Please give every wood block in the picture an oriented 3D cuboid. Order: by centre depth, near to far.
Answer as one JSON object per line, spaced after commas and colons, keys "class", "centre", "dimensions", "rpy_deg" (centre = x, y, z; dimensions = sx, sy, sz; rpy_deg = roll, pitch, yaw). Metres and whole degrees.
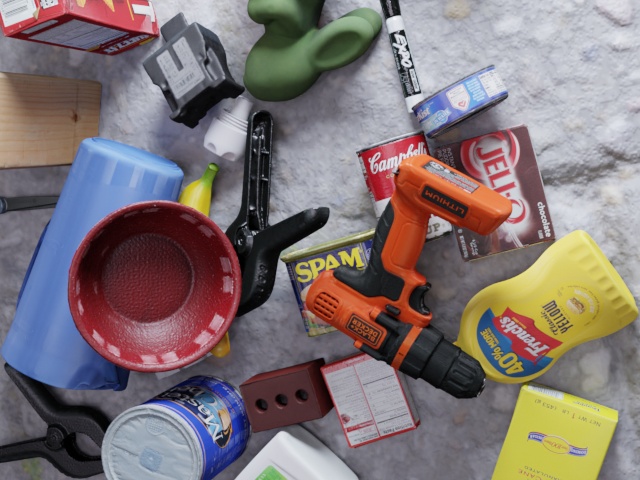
{"class": "wood block", "centre": [-0.305, -0.120, 1.048], "dimensions": [0.090, 0.205, 0.091], "rpy_deg": [8, 98, 16]}

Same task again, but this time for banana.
{"class": "banana", "centre": [-0.122, 0.024, 1.074], "dimensions": [0.070, 0.037, 0.198], "rpy_deg": [-30, 63, 58]}

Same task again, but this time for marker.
{"class": "marker", "centre": [0.079, -0.182, 1.025], "dimensions": [0.020, 0.020, 0.121], "rpy_deg": [-14, 91, 17]}

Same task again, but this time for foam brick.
{"class": "foam brick", "centre": [-0.032, 0.156, 1.073], "dimensions": [0.078, 0.051, 0.053], "rpy_deg": [-17, 91, 17]}

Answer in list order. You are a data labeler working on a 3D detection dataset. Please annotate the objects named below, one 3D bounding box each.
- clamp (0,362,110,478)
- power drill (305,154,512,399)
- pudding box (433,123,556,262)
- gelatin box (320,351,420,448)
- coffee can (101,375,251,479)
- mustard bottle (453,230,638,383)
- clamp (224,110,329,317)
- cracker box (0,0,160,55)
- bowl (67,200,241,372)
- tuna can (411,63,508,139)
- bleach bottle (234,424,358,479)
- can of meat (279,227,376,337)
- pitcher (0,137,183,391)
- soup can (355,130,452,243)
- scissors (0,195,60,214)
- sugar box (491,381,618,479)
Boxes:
{"class": "clamp", "centre": [-0.286, 0.200, 1.161], "dimensions": [0.171, 0.039, 0.120], "rpy_deg": [10, 103, 9]}
{"class": "power drill", "centre": [0.096, 0.033, 0.953], "dimensions": [0.184, 0.057, 0.188], "rpy_deg": [30, 112, 10]}
{"class": "pudding box", "centre": [0.164, -0.045, 1.002], "dimensions": [0.090, 0.039, 0.113], "rpy_deg": [-15, 91, 16]}
{"class": "gelatin box", "centre": [0.050, 0.154, 1.060], "dimensions": [0.073, 0.030, 0.089], "rpy_deg": [-21, 89, 16]}
{"class": "coffee can", "centre": [-0.140, 0.199, 1.063], "dimensions": [0.103, 0.140, 0.103], "rpy_deg": [2, 96, 16]}
{"class": "mustard bottle", "centre": [0.189, 0.079, 0.995], "dimensions": [0.192, 0.058, 0.096], "rpy_deg": [-34, 104, 18]}
{"class": "clamp", "centre": [-0.057, 0.001, 1.034], "dimensions": [0.165, 0.036, 0.210], "rpy_deg": [54, 132, 47]}
{"class": "cracker box", "centre": [-0.240, -0.270, 1.010], "dimensions": [0.072, 0.213, 0.164], "rpy_deg": [-16, 91, 15]}
{"class": "bowl", "centre": [-0.159, 0.040, 1.006], "dimensions": [0.162, 0.055, 0.162], "rpy_deg": [-2, 98, -17]}
{"class": "tuna can", "centre": [0.129, -0.127, 0.981], "dimensions": [0.086, 0.086, 0.034], "rpy_deg": [-28, 89, 17]}
{"class": "bleach bottle", "centre": [-0.075, 0.309, 1.097], "dimensions": [0.102, 0.068, 0.251], "rpy_deg": [41, 107, 9]}
{"class": "can of meat", "centre": [0.022, 0.041, 1.045], "dimensions": [0.102, 0.057, 0.084], "rpy_deg": [-16, 93, 17]}
{"class": "pitcher", "centre": [-0.233, 0.021, 1.089], "dimensions": [0.149, 0.145, 0.243], "rpy_deg": [19, 97, -1]}
{"class": "soup can", "centre": [0.080, -0.046, 1.012], "dimensions": [0.069, 0.068, 0.102], "rpy_deg": [-16, 91, 17]}
{"class": "scissors", "centre": [-0.363, -0.021, 1.174], "dimensions": [0.202, 0.016, 0.096], "rpy_deg": [13, 101, 15]}
{"class": "sugar box", "centre": [0.209, 0.230, 1.012], "dimensions": [0.093, 0.048, 0.176], "rpy_deg": [18, 99, 14]}
